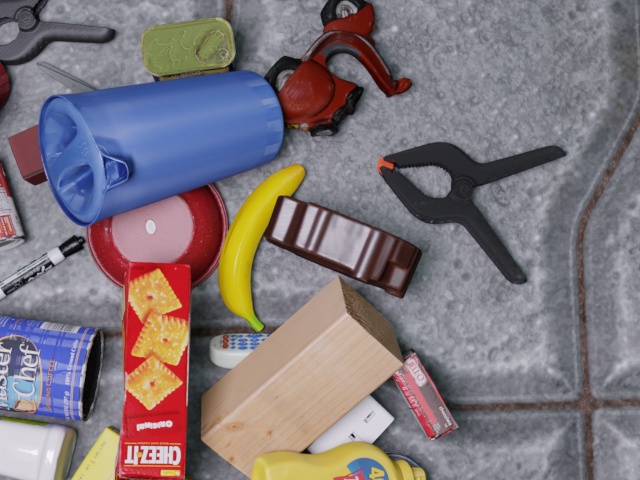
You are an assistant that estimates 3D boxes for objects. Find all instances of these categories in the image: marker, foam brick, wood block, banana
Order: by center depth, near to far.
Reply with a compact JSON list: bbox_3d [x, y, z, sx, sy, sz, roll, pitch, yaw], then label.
[{"bbox_3d":[-0.022,0.148,1.124,0.206,0.091,0.090,-42,112,12],"label":"wood block"},{"bbox_3d":[-0.303,-0.103,1.202,0.078,0.053,0.051,-24,85,-5],"label":"foam brick"},{"bbox_3d":[-0.320,0.030,1.204,0.121,0.020,0.020,-32,86,-4],"label":"marker"},{"bbox_3d":[-0.074,0.000,1.208,0.069,0.037,0.198,18,86,-30],"label":"banana"}]

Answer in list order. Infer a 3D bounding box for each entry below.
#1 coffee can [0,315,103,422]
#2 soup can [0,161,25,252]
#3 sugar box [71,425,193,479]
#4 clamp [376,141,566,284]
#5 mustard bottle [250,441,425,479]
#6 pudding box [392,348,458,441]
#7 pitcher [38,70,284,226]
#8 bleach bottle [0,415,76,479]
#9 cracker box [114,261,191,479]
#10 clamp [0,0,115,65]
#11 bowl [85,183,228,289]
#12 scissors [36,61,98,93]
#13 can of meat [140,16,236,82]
[{"bbox_3d":[-0.314,0.136,1.152,0.140,0.103,0.103,8,84,-1],"label":"coffee can"},{"bbox_3d":[-0.375,-0.039,1.185,0.068,0.068,0.102,-19,85,-3],"label":"soup can"},{"bbox_3d":[-0.184,0.289,1.168,0.176,0.048,0.093,32,82,3],"label":"sugar box"},{"bbox_3d":[0.169,-0.064,1.217,0.210,0.036,0.164,25,85,1],"label":"clamp"},{"bbox_3d":[0.024,0.260,1.116,0.191,0.058,0.096,-4,101,-25],"label":"mustard bottle"},{"bbox_3d":[0.109,0.165,1.154,0.039,0.113,0.090,-29,86,-1],"label":"pudding box"},{"bbox_3d":[-0.169,-0.110,1.129,0.242,0.145,0.149,-18,67,-36],"label":"pitcher"},{"bbox_3d":[-0.395,0.207,1.142,0.251,0.102,0.068,12,80,-1],"label":"bleach bottle"},{"bbox_3d":[-0.173,0.147,1.099,0.072,0.164,0.213,3,71,-9],"label":"cracker box"},{"bbox_3d":[-0.323,-0.245,1.223,0.171,0.039,0.120,-35,82,2],"label":"clamp"},{"bbox_3d":[-0.184,-0.014,1.186,0.162,0.055,0.162,0,90,-3],"label":"bowl"},{"bbox_3d":[-0.223,-0.166,1.228,0.202,0.016,0.096,44,83,2],"label":"scissors"},{"bbox_3d":[-0.145,-0.207,1.200,0.102,0.084,0.057,-9,84,-2],"label":"can of meat"}]
